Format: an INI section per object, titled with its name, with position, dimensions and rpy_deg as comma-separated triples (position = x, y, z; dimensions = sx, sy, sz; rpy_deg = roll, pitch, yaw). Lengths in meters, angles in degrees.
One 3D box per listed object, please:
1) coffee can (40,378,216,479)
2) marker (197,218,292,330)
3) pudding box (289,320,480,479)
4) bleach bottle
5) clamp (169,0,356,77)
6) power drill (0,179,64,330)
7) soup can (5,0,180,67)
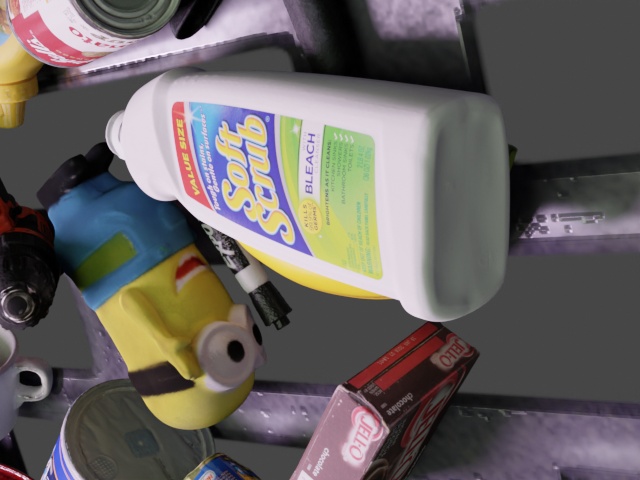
[coffee can]
position = -0.142, 0.177, 0.732
dimensions = 0.103, 0.102, 0.140
rpy_deg = 43, 130, 16
[marker]
position = -0.054, 0.001, 0.639
dimensions = 0.020, 0.020, 0.121
rpy_deg = -36, 86, 42
[pudding box]
position = 0.030, 0.105, 0.571
dimensions = 0.039, 0.089, 0.114
rpy_deg = 41, 130, 19
[bleach bottle]
position = -0.025, -0.035, 0.543
dimensions = 0.251, 0.067, 0.102
rpy_deg = 12, 111, 43
[clamp]
position = -0.037, -0.163, 0.539
dimensions = 0.120, 0.039, 0.171
rpy_deg = 13, 120, 29
[power drill]
position = -0.222, -0.040, 0.654
dimensions = 0.187, 0.057, 0.185
rpy_deg = 64, 170, -18
[soup can]
position = -0.124, -0.135, 0.582
dimensions = 0.102, 0.068, 0.068
rpy_deg = 0, 111, 59
